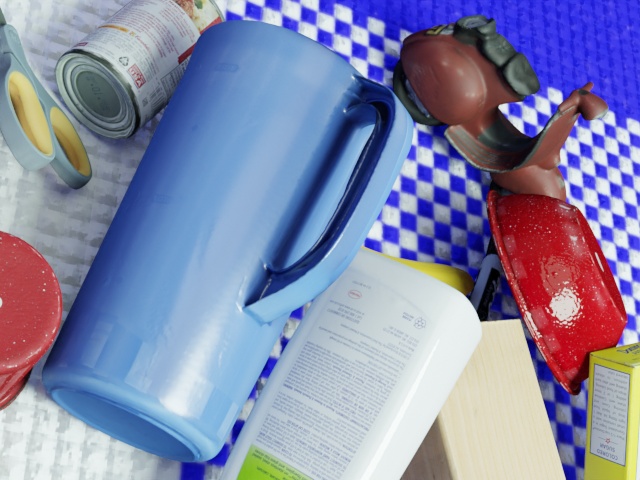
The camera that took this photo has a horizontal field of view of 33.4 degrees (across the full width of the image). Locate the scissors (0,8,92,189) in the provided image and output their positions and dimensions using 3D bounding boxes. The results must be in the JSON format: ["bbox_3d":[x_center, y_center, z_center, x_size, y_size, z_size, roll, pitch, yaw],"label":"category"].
[{"bbox_3d":[-0.187,-0.110,0.681,0.096,0.016,0.202,51,13,-49],"label":"scissors"}]

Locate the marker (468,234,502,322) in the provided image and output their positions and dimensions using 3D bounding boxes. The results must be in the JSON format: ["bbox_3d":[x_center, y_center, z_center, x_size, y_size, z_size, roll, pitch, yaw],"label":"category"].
[{"bbox_3d":[0.123,0.039,0.805,0.020,0.020,0.121,35,54,-13],"label":"marker"}]

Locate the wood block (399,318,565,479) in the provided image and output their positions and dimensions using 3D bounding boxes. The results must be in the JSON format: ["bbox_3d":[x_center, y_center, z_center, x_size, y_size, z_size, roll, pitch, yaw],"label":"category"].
[{"bbox_3d":[0.097,0.164,0.685,0.090,0.090,0.206,-1,68,-32],"label":"wood block"}]

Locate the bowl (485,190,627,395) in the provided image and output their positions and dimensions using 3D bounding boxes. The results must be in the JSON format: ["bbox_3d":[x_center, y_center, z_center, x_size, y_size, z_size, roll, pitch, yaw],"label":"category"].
[{"bbox_3d":[0.178,0.027,0.771,0.162,0.055,0.162,53,22,-33],"label":"bowl"}]

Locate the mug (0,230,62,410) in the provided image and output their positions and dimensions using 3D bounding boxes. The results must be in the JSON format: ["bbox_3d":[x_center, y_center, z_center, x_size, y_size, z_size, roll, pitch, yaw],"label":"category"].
[{"bbox_3d":[-0.197,0.035,0.572,0.117,0.082,0.093,46,52,-5],"label":"mug"}]

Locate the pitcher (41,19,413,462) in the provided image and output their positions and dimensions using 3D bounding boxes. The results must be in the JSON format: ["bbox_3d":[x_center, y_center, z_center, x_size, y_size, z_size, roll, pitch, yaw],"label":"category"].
[{"bbox_3d":[-0.054,0.001,0.623,0.145,0.149,0.242,25,66,-2],"label":"pitcher"}]

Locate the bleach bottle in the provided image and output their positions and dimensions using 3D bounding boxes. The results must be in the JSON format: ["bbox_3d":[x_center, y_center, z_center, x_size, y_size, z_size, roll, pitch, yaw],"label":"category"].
[{"bbox_3d":[-0.011,0.126,0.596,0.250,0.103,0.068,-55,145,-18],"label":"bleach bottle"}]

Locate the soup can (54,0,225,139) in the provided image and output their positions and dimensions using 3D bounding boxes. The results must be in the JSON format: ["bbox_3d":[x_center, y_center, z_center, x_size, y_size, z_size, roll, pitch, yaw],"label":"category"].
[{"bbox_3d":[-0.117,-0.121,0.705,0.068,0.069,0.102,44,53,-6],"label":"soup can"}]
